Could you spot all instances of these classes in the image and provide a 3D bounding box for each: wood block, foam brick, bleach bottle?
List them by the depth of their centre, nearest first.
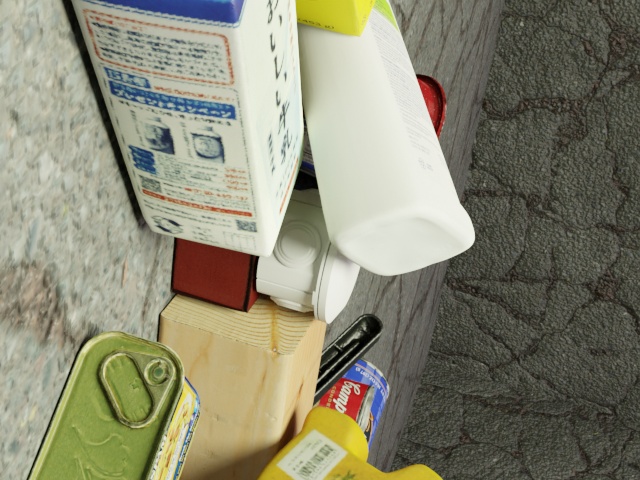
[{"bbox_3d":[0.019,-0.111,0.627,0.102,0.068,0.251,30,43,-62],"label":"bleach bottle"},{"bbox_3d":[-0.054,0.001,0.679,0.078,0.053,0.051,-58,160,-59],"label":"foam brick"},{"bbox_3d":[-0.059,0.126,0.733,0.090,0.090,0.206,-55,158,-58],"label":"wood block"}]

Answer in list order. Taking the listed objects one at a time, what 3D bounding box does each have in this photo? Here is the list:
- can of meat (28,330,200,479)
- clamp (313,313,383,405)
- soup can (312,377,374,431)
[{"bbox_3d":[-0.104,0.109,0.565,0.084,0.057,0.102,80,27,-70],"label":"can of meat"},{"bbox_3d":[-0.034,0.140,0.859,0.164,0.036,0.210,-3,125,-53],"label":"clamp"},{"bbox_3d":[-0.006,0.156,1.016,0.068,0.102,0.068,16,90,-79],"label":"soup can"}]
